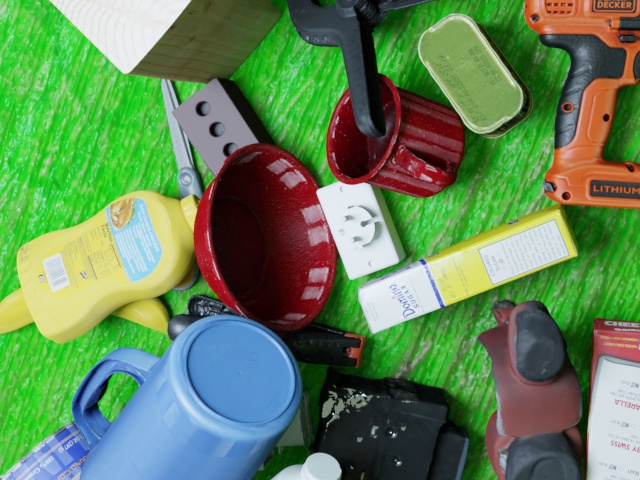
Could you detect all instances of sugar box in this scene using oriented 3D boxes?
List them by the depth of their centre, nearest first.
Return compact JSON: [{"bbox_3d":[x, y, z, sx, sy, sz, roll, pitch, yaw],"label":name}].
[{"bbox_3d":[0.123,0.021,0.880,0.176,0.093,0.048,-20,90,15],"label":"sugar box"}]

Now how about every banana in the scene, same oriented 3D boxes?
[{"bbox_3d":[-0.225,0.062,1.002,0.198,0.037,0.069,4,94,14],"label":"banana"}]

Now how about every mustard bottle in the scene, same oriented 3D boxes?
[{"bbox_3d":[-0.169,0.010,0.945,0.192,0.058,0.096,-26,64,6],"label":"mustard bottle"}]

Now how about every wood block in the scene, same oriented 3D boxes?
[{"bbox_3d":[-0.117,-0.189,0.862,0.091,0.206,0.090,45,104,6],"label":"wood block"}]

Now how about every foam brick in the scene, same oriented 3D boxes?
[{"bbox_3d":[-0.084,-0.098,0.942,0.053,0.051,0.078,-35,86,14],"label":"foam brick"}]

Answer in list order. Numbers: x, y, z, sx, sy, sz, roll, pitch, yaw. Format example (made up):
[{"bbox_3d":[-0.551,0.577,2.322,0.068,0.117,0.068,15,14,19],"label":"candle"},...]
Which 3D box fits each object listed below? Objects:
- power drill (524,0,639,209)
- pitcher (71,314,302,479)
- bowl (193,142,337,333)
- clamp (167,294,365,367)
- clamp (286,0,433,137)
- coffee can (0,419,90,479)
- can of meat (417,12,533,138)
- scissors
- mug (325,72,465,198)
[{"bbox_3d":[0.252,-0.119,0.850,0.184,0.057,0.188,3,95,7],"label":"power drill"},{"bbox_3d":[-0.115,0.157,0.879,0.149,0.145,0.243,9,142,-22],"label":"pitcher"},{"bbox_3d":[-0.056,0.001,0.905,0.055,0.161,0.162,-11,93,38],"label":"bowl"},{"bbox_3d":[-0.049,0.081,0.921,0.171,0.120,0.039,10,102,9],"label":"clamp"},{"bbox_3d":[0.043,-0.193,0.856,0.164,0.036,0.210,-46,48,6],"label":"clamp"},{"bbox_3d":[-0.217,0.251,0.985,0.103,0.102,0.140,-43,84,14],"label":"coffee can"},{"bbox_3d":[0.125,-0.134,0.868,0.057,0.083,0.102,-36,86,15],"label":"can of meat"},{"bbox_3d":[-0.134,-0.041,0.980,0.096,0.016,0.202,-28,88,15],"label":"scissors"},{"bbox_3d":[0.069,-0.076,0.867,0.117,0.081,0.093,45,115,50],"label":"mug"}]
